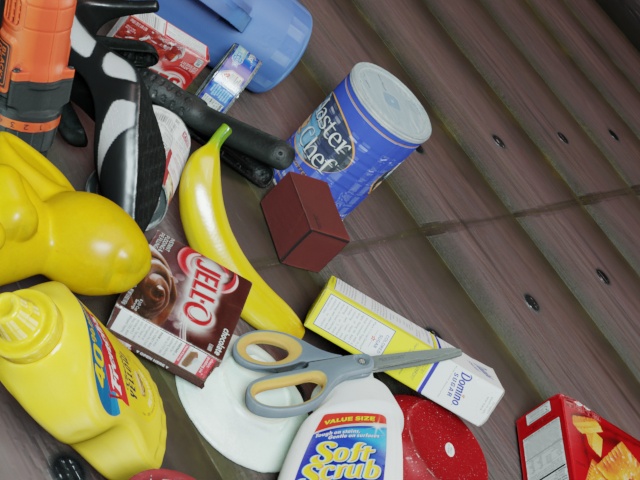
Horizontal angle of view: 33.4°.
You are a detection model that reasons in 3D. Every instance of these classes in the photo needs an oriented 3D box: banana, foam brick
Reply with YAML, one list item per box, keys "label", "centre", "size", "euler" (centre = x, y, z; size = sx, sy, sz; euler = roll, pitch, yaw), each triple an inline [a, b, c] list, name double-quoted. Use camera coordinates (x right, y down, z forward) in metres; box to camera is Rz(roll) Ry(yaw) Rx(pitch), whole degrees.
- label: "banana"
  centre: [-0.074, 0.004, 0.902]
  size: [0.037, 0.069, 0.198]
  euler: [-165, -125, -77]
- label: "foam brick"
  centre: [-0.016, -0.018, 1.028]
  size: [0.052, 0.051, 0.078]
  euler: [16, 41, -39]

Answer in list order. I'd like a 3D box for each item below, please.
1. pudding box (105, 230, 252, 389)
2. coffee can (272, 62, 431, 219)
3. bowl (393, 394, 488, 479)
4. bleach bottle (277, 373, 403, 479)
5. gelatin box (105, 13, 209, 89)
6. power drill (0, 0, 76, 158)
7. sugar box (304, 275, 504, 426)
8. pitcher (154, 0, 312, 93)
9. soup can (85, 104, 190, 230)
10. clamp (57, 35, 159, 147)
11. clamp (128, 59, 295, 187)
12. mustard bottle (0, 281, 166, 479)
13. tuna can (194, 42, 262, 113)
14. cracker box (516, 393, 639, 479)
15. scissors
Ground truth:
- label: "pudding box"
  centre: [-0.109, 0.051, 0.829]
  size: [0.090, 0.039, 0.113]
  euler: [29, 33, -7]
- label: "coffee can"
  centre: [0.029, -0.097, 1.088]
  size: [0.102, 0.140, 0.103]
  euler: [31, 33, -24]
- label: "bowl"
  centre: [0.091, 0.189, 0.908]
  size: [0.162, 0.055, 0.162]
  euler: [31, 34, -24]
- label: "bleach bottle"
  centre: [0.010, 0.176, 0.796]
  size: [0.102, 0.068, 0.250]
  euler: [6, 31, 3]
- label: "gelatin box"
  centre: [-0.161, -0.173, 1.013]
  size: [0.089, 0.073, 0.030]
  euler: [29, 35, -28]
- label: "power drill"
  centre: [-0.252, -0.144, 0.809]
  size: [0.057, 0.185, 0.188]
  euler: [-11, 42, -43]
- label: "sugar box"
  centre: [0.072, 0.096, 0.942]
  size: [0.176, 0.048, 0.093]
  euler: [33, 6, 0]
- label: "pitcher"
  centre: [-0.126, -0.255, 1.100]
  size: [0.242, 0.145, 0.149]
  euler: [32, 50, -28]
- label: "soup can"
  centre: [-0.151, -0.063, 0.899]
  size: [0.068, 0.069, 0.102]
  euler: [35, 31, -17]
- label: "clamp"
  centre: [-0.227, -0.164, 0.910]
  size: [0.171, 0.039, 0.120]
  euler: [40, 55, 7]
- label: "clamp"
  centre: [-0.115, -0.112, 0.970]
  size: [0.210, 0.036, 0.165]
  euler: [32, -9, -13]
- label: "mustard bottle"
  centre: [-0.150, 0.078, 0.643]
  size: [0.191, 0.058, 0.096]
  euler: [68, 2, -61]
- label: "tuna can"
  centre: [-0.097, -0.153, 1.056]
  size: [0.033, 0.086, 0.086]
  euler: [37, 31, -11]
- label: "cracker box"
  centre: [0.278, 0.271, 1.023]
  size: [0.164, 0.072, 0.213]
  euler: [32, 33, -21]
- label: "scissors"
  centre: [0.015, 0.091, 0.862]
  size: [0.201, 0.016, 0.096]
  euler: [-17, 46, -37]
